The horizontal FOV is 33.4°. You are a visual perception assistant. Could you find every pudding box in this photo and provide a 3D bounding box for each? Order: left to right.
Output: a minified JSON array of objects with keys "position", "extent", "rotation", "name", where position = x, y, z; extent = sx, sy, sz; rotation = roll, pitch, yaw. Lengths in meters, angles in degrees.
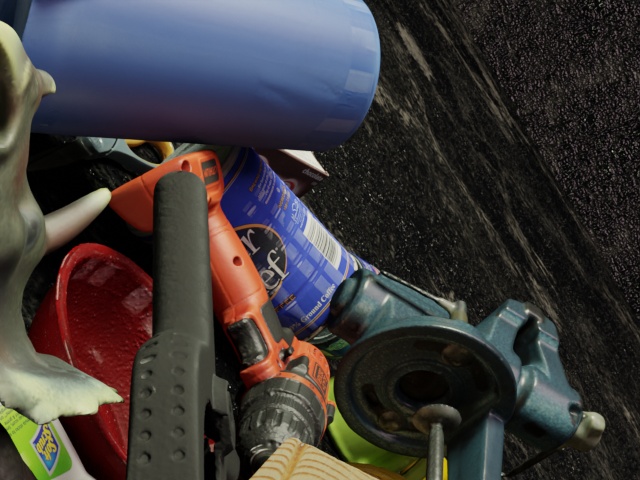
[{"position":[-0.059,-0.051,0.852],"extent":[0.039,0.090,0.113],"rotation":[61,18,22],"name":"pudding box"}]

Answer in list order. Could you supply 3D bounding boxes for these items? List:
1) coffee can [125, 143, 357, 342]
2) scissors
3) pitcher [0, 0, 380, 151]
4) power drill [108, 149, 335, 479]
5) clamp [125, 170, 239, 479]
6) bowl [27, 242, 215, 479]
[{"position":[-0.055,0.001,0.767],"extent":[0.140,0.103,0.103],"rotation":[47,23,-26],"name":"coffee can"},{"position":[-0.169,-0.083,0.758],"extent":[0.096,0.016,0.201],"rotation":[60,20,12],"name":"scissors"},{"position":[-0.094,-0.117,0.648],"extent":[0.242,0.145,0.149],"rotation":[5,28,-35],"name":"pitcher"},{"position":[-0.054,0.042,0.626],"extent":[0.187,0.057,0.184],"rotation":[64,5,-6],"name":"power drill"},{"position":[-0.053,0.080,0.441],"extent":[0.210,0.036,0.164],"rotation":[-100,-177,-66],"name":"clamp"},{"position":[-0.109,0.084,0.572],"extent":[0.162,0.055,0.162],"rotation":[56,13,-21],"name":"bowl"}]
